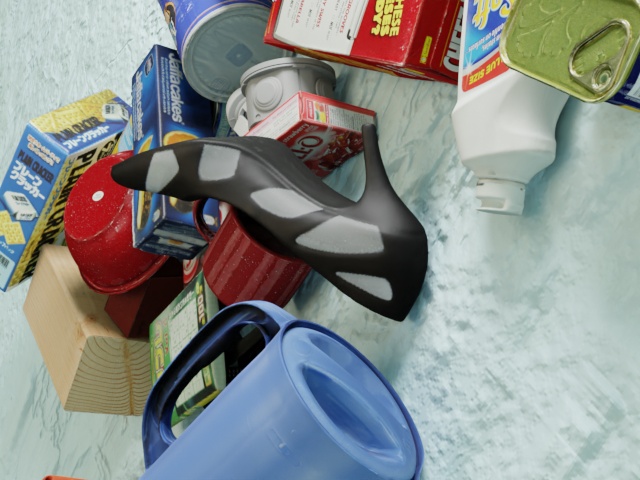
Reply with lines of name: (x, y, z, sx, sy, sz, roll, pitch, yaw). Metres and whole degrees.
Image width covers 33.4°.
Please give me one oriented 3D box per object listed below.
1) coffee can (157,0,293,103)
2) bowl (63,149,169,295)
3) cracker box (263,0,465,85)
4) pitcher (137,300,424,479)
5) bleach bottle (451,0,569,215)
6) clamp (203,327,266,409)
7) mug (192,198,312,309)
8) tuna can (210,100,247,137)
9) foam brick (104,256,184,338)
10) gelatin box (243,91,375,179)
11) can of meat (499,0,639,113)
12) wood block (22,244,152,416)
coffee can: (-0.093, -0.210, 1.002, 0.103, 0.102, 0.140, -57, 38, 30)
bowl: (-0.202, -0.030, 1.054, 0.162, 0.055, 0.162, -20, 54, 30)
cracker box: (0.050, -0.212, 0.809, 0.214, 0.072, 0.164, 25, 102, 56)
pitcher: (-0.062, 0.169, 0.740, 0.243, 0.144, 0.149, -43, 29, 19)
bleach bottle: (0.133, -0.141, 0.667, 0.103, 0.068, 0.251, 5, 87, 58)
clamp: (-0.073, 0.109, 0.928, 0.172, 0.039, 0.120, 25, 100, 57)
mug: (-0.056, 0.001, 0.874, 0.082, 0.117, 0.093, -56, -2, 39)
tuna can: (-0.108, -0.118, 1.059, 0.086, 0.033, 0.086, -25, 60, 52)
foam brick: (-0.176, 0.053, 1.083, 0.051, 0.052, 0.078, 45, 120, 36)
gelatin box: (-0.009, -0.081, 0.857, 0.089, 0.073, 0.030, -31, 55, 49)
can of meat: (0.163, -0.102, 0.584, 0.102, 0.083, 0.057, 42, 115, 54)
wood block: (-0.251, 0.094, 1.165, 0.206, 0.090, 0.091, 46, 119, 52)
